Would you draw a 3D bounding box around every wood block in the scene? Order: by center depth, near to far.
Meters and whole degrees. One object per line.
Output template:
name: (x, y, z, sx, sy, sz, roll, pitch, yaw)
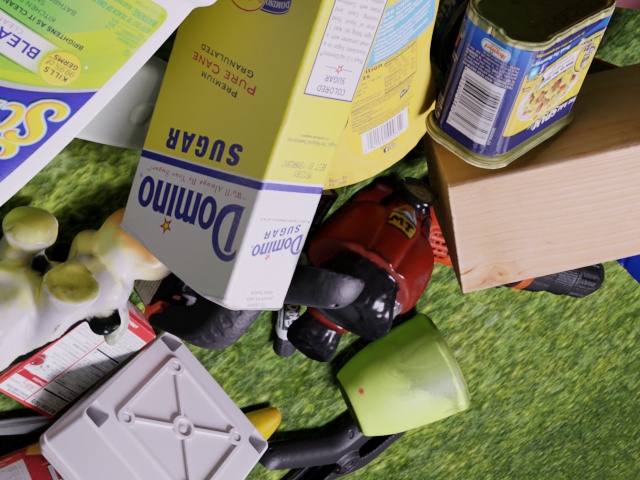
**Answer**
wood block: (0.178, -0.047, 0.688, 0.206, 0.090, 0.091, -13, 129, 1)

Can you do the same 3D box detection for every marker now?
marker: (-0.023, 0.050, 0.793, 0.020, 0.020, 0.121, -25, 148, -23)

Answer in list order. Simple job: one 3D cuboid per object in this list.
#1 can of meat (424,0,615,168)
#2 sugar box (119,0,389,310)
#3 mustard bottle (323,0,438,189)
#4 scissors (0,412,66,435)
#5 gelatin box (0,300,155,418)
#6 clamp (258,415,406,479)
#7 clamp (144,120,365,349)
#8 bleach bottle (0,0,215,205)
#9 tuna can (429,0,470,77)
can of meat: (0.115, -0.101, 0.610, 0.101, 0.057, 0.084, -31, 150, -37)
sugar box: (-0.033, -0.065, 0.496, 0.048, 0.093, 0.176, 5, 111, -46)
mustard bottle: (0.020, -0.113, 0.570, 0.096, 0.058, 0.191, -31, 150, -16)
scissors: (-0.166, 0.139, 0.764, 0.201, 0.016, 0.096, -9, 140, -41)
gelatin box: (-0.155, 0.064, 0.655, 0.089, 0.030, 0.073, -37, 152, -2)
clamp: (0.014, 0.202, 1.032, 0.209, 0.036, 0.165, -28, 150, -21)
clamp: (-0.035, 0.015, 0.561, 0.039, 0.120, 0.172, 24, 129, -28)
bleach bottle: (-0.155, -0.050, 0.452, 0.102, 0.068, 0.251, 28, 113, -40)
tuna can: (0.097, -0.138, 0.646, 0.086, 0.034, 0.086, -28, 149, -18)
